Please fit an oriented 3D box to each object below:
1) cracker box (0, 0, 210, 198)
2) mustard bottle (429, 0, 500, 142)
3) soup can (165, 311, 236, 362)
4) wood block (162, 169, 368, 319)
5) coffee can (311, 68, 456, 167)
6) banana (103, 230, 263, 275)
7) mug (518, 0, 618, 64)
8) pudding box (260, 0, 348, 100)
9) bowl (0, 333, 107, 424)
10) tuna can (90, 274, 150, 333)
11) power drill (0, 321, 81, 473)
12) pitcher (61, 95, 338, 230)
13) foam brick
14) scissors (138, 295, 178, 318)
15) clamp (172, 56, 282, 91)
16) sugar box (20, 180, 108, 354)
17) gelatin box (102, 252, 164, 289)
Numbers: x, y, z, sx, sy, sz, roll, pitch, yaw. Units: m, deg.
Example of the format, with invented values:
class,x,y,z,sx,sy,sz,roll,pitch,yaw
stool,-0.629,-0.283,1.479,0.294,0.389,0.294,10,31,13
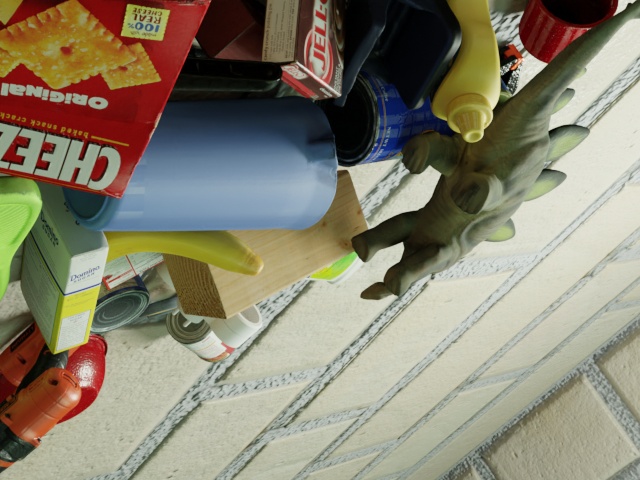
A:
class,x,y,z,sx,sy,sz,roll,pitch,yaw
cracker box,-0.187,-0.133,0.751,0.164,0.072,0.214,13,137,-22
mustard bottle,0.131,-0.169,1.000,0.058,0.191,0.096,9,142,-17
soup can,-0.150,0.112,1.365,0.068,0.068,0.102,-33,156,1
wood block,-0.058,0.001,1.158,0.205,0.090,0.091,-27,-165,-33
coffee can,0.075,-0.134,1.111,0.140,0.103,0.103,-11,149,-39
banana,-0.154,0.005,1.050,0.198,0.037,0.069,-3,125,17
mug,0.267,-0.252,1.155,0.081,0.093,0.117,104,12,-65
pudding box,-0.011,-0.185,0.898,0.039,0.113,0.090,-2,169,24
bowl,-0.324,0.181,1.302,0.162,0.055,0.162,-26,157,-13
tuna can,-0.238,0.069,1.213,0.086,0.034,0.086,-27,156,-13
power drill,-0.319,0.168,1.132,0.184,0.187,0.057,-39,114,12
pitcher,-0.118,-0.067,0.995,0.242,0.145,0.149,-5,133,-41
foam brick,-0.068,-0.177,0.913,0.051,0.053,0.078,-39,157,16
scissors,-0.131,0.062,1.260,0.202,0.016,0.096,-19,175,24
clamp,-0.146,-0.136,0.838,0.210,0.036,0.164,-30,126,27
sugar box,-0.251,0.025,1.035,0.048,0.093,0.176,-17,153,-32
gelatin box,-0.209,0.009,1.135,0.073,0.030,0.089,-29,156,-10
